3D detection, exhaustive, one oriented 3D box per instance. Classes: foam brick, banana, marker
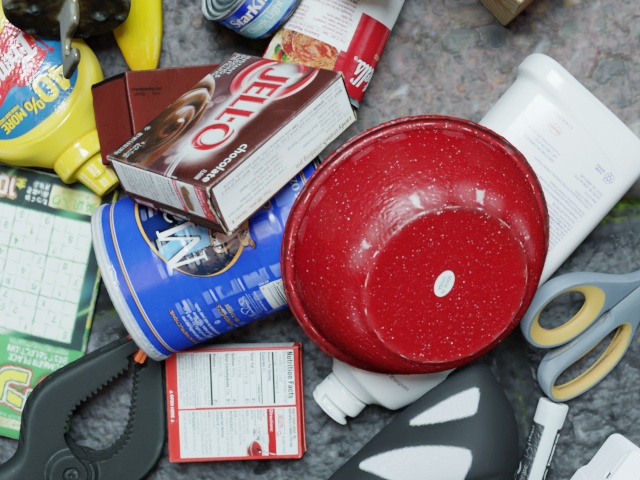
[{"bbox_3d":[-0.094,-0.078,0.662,0.078,0.051,0.053,-10,93,-34],"label":"foam brick"},{"bbox_3d":[-0.097,-0.206,0.680,0.069,0.037,0.198,27,94,4],"label":"banana"},{"bbox_3d":[0.133,0.161,0.689,0.020,0.020,0.121,17,94,3],"label":"marker"}]

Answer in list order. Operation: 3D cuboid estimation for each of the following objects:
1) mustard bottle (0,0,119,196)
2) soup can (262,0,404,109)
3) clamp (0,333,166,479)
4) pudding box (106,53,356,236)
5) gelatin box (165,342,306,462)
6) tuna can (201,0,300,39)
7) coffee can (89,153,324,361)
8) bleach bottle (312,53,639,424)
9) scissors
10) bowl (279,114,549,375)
[{"bbox_3d":[-0.195,-0.106,0.681,0.096,0.058,0.191,-41,90,-3],"label":"mustard bottle"},{"bbox_3d":[0.013,-0.141,0.660,0.068,0.068,0.102,24,93,3],"label":"soup can"},{"bbox_3d":[-0.172,0.147,0.690,0.164,0.036,0.210,24,92,-15],"label":"clamp"},{"bbox_3d":[-0.049,-0.058,0.601,0.113,0.090,0.039,-46,131,-26],"label":"pudding box"},{"bbox_3d":[-0.055,0.104,0.695,0.089,0.030,0.073,-2,92,1],"label":"gelatin box"},{"bbox_3d":[-0.037,-0.167,0.653,0.033,0.086,0.086,22,95,-30],"label":"tuna can"},{"bbox_3d":[-0.054,0.001,0.654,0.140,0.103,0.103,-22,91,5],"label":"coffee can"},{"bbox_3d":[0.083,0.010,0.665,0.102,0.068,0.251,42,97,-3],"label":"bleach bottle"},{"bbox_3d":[0.199,0.015,0.660,0.096,0.016,0.202,36,97,-34],"label":"scissors"},{"bbox_3d":[0.061,0.015,0.590,0.162,0.055,0.162,-5,112,-11],"label":"bowl"}]
